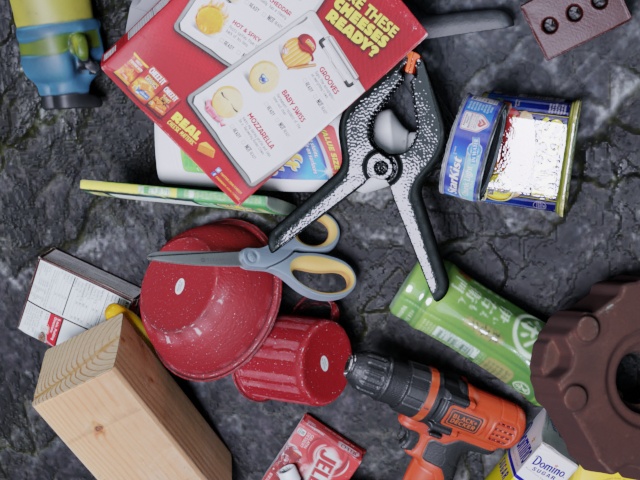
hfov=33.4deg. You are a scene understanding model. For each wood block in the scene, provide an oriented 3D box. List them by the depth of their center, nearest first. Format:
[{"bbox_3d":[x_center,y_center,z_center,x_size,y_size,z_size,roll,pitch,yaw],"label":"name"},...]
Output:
[{"bbox_3d":[-0.176,0.186,1.037,0.091,0.090,0.206,-26,119,11],"label":"wood block"}]

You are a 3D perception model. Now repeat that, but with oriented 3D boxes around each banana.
[{"bbox_3d":[-0.191,0.148,1.085,0.037,0.069,0.198,39,128,45],"label":"banana"}]

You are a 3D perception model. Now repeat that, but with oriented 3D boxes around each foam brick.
[{"bbox_3d":[0.214,-0.192,0.895,0.078,0.051,0.053,-25,96,20],"label":"foam brick"}]

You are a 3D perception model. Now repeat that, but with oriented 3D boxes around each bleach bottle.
[{"bbox_3d":[-0.024,-0.096,0.980,0.251,0.068,0.102,3,102,11],"label":"bleach bottle"}]

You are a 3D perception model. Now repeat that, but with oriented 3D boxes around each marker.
[{"bbox_3d":[-0.010,0.280,1.066,0.020,0.020,0.121,-20,102,19],"label":"marker"}]

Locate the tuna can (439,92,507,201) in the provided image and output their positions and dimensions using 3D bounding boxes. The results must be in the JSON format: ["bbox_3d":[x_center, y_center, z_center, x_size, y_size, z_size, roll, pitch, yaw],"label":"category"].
[{"bbox_3d":[0.126,-0.076,0.874,0.034,0.086,0.086,17,108,13],"label":"tuna can"}]

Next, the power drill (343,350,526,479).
[{"bbox_3d":[0.077,0.201,1.011,0.184,0.057,0.188,23,114,-13],"label":"power drill"}]

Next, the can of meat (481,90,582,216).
[{"bbox_3d":[0.178,-0.078,0.933,0.084,0.057,0.102,9,106,15],"label":"can of meat"}]

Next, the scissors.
[{"bbox_3d":[-0.056,0.001,0.972,0.201,0.096,0.016,17,150,-22],"label":"scissors"}]

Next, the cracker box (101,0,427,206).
[{"bbox_3d":[-0.048,-0.161,0.877,0.214,0.072,0.164,-42,112,6],"label":"cracker box"}]

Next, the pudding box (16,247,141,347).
[{"bbox_3d":[-0.246,0.072,1.096,0.113,0.039,0.090,24,108,5],"label":"pudding box"}]

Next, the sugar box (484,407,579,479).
[{"bbox_3d":[0.174,0.242,1.000,0.048,0.093,0.176,33,109,4],"label":"sugar box"}]

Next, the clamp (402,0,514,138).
[{"bbox_3d":[0.074,-0.165,0.947,0.171,0.039,0.120,19,104,13],"label":"clamp"}]

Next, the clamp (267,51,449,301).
[{"bbox_3d":[0.044,-0.061,0.925,0.164,0.036,0.210,9,100,8],"label":"clamp"}]

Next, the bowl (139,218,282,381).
[{"bbox_3d":[-0.116,0.048,1.000,0.162,0.055,0.162,-13,66,31],"label":"bowl"}]

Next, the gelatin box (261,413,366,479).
[{"bbox_3d":[-0.008,0.230,1.077,0.073,0.030,0.089,33,111,3],"label":"gelatin box"}]

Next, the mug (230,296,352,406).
[{"bbox_3d":[-0.019,0.102,1.010,0.082,0.117,0.093,2,142,40],"label":"mug"}]
